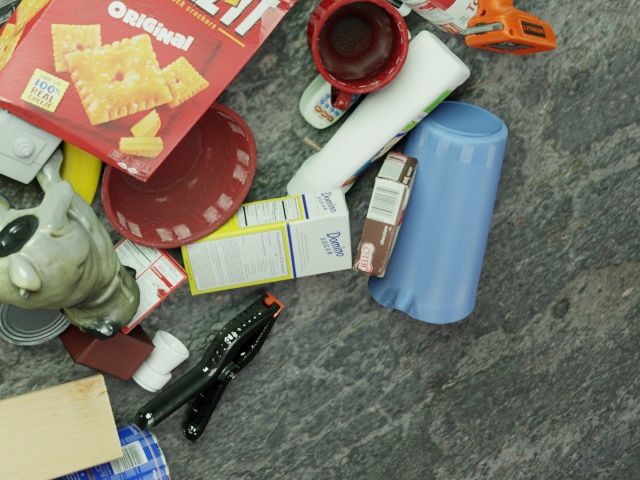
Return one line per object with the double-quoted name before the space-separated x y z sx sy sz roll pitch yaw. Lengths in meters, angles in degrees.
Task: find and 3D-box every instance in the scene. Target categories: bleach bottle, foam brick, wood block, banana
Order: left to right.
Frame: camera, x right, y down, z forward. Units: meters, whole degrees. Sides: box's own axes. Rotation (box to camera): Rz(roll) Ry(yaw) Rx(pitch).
"wood block" -0.320 0.207 1.079 0.205 0.091 0.090 -13 175 -31
"banana" -0.233 -0.069 0.982 0.069 0.037 0.198 2 121 -41
"foam brick" -0.225 0.105 1.122 0.051 0.053 0.078 -50 140 7
"bleach bottle" 0.048 -0.111 1.143 0.251 0.068 0.102 -46 177 15

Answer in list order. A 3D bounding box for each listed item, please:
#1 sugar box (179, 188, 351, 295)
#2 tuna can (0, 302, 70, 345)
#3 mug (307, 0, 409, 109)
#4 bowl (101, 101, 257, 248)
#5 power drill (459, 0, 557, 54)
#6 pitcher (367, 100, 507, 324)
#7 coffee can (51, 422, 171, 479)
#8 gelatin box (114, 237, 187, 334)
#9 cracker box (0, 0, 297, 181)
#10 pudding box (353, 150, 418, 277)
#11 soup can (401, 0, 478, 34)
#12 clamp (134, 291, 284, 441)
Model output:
"sugar box" -0.057 0.001 1.123 0.176 0.048 0.093 -11 140 -5
"tuna can" -0.284 0.059 1.051 0.086 0.034 0.086 -21 134 -24
"mug" 0.030 -0.185 1.039 0.093 0.081 0.117 7 108 -12
"bowl" -0.144 -0.074 1.033 0.161 0.055 0.162 -19 131 -24
"power drill" 0.198 -0.285 1.076 0.184 0.057 0.187 -4 91 -44
"pitcher" 0.144 -0.039 1.253 0.144 0.149 0.243 -2 122 -20
"coffee can" -0.252 0.274 1.202 0.140 0.103 0.103 -18 132 -27
"gelatin box" -0.191 0.038 1.085 0.089 0.030 0.073 -43 102 -2
"cracker box" -0.147 -0.169 0.862 0.164 0.072 0.214 30 111 -37
"pudding box" 0.071 -0.029 1.156 0.090 0.039 0.114 -64 171 -64
"soup can" 0.119 -0.259 1.082 0.102 0.069 0.068 21 108 -46
"clamp" -0.122 0.146 1.225 0.210 0.036 0.164 -52 161 4
